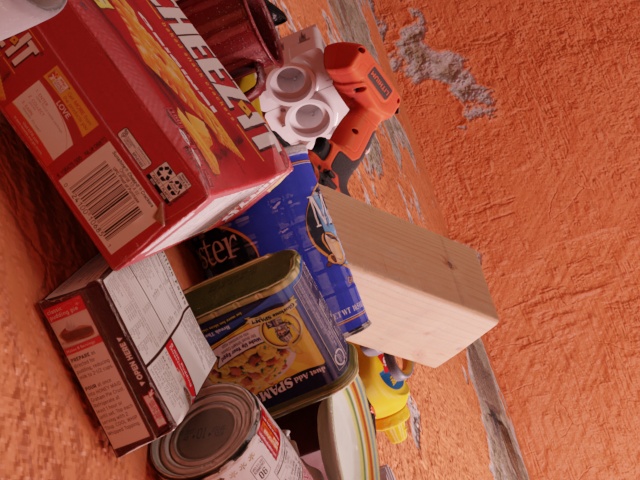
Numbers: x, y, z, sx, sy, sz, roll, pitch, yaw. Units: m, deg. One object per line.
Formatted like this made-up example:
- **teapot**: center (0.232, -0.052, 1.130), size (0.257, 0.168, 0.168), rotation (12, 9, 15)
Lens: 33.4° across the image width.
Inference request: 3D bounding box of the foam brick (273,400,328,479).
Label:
- **foam brick**: center (-0.010, 0.141, 0.793), size (0.078, 0.053, 0.051), rotation (-98, 163, -45)

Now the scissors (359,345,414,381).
- **scissors**: center (0.080, 0.064, 1.086), size (0.096, 0.016, 0.201), rotation (59, 30, -18)

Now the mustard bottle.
- **mustard bottle**: center (0.044, 0.116, 1.078), size (0.096, 0.058, 0.191), rotation (-50, 120, -75)

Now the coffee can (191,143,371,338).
- **coffee can**: center (-0.035, 0.013, 0.775), size (0.102, 0.103, 0.140), rotation (-19, 89, -79)

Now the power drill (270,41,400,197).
- **power drill**: center (0.005, -0.109, 1.096), size (0.184, 0.057, 0.187), rotation (48, 60, -46)

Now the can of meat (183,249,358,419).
- **can of meat**: center (-0.040, 0.063, 0.671), size (0.084, 0.102, 0.057), rotation (62, 12, -22)

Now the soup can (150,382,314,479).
- **soup can**: center (-0.043, 0.137, 0.604), size (0.068, 0.068, 0.102), rotation (-95, 160, -53)

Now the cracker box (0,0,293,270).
- **cracker box**: center (-0.104, -0.082, 0.614), size (0.164, 0.072, 0.213), rotation (54, 13, 0)

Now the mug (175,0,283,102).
- **mug**: center (-0.084, -0.166, 0.917), size (0.093, 0.081, 0.117), rotation (35, 35, -70)

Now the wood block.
- **wood block**: center (0.054, 0.036, 0.969), size (0.205, 0.090, 0.091), rotation (21, 42, -37)

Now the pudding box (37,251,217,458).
- **pudding box**: center (-0.099, 0.050, 0.574), size (0.113, 0.039, 0.090), rotation (-72, 137, -77)
